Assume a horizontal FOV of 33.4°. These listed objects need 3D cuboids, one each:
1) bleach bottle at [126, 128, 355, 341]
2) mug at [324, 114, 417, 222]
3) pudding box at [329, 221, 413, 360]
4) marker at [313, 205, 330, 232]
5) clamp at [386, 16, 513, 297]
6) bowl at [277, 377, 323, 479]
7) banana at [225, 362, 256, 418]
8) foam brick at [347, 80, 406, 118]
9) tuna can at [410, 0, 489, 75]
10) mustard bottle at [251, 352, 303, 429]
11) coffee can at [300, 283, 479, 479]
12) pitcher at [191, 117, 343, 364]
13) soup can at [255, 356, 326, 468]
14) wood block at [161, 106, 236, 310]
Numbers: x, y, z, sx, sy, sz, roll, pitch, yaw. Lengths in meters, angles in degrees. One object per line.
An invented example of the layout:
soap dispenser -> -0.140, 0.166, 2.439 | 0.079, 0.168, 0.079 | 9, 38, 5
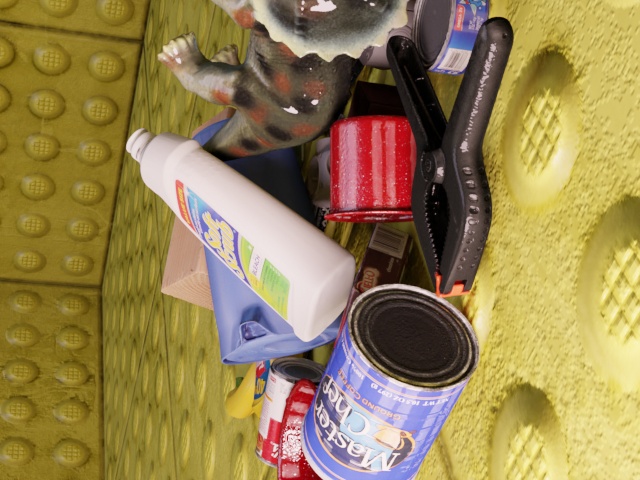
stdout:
bleach bottle -> -0.083, -0.019, 0.990 | 0.251, 0.068, 0.103 | 38, 149, 19
mug -> 0.044, -0.058, 0.902 | 0.117, 0.093, 0.081 | -8, 82, 64
pudding box -> 0.043, 0.051, 0.920 | 0.113, 0.039, 0.090 | -63, -8, -56
marker -> 0.002, -0.035, 1.185 | 0.020, 0.020, 0.121 | -114, 33, -59
clamp -> 0.092, -0.064, 0.807 | 0.165, 0.036, 0.210 | -149, 56, -65
bowl -> 0.005, 0.216, 1.035 | 0.162, 0.055, 0.162 | -175, 90, -74
banana -> -0.098, 0.198, 1.420 | 0.198, 0.037, 0.069 | 135, 136, -65
foam brick -> 0.054, -0.097, 0.971 | 0.051, 0.053, 0.078 | -112, 32, -57
tuna can -> 0.104, -0.177, 0.858 | 0.086, 0.033, 0.086 | -175, 90, -74
mustard bottle -> -0.048, 0.143, 1.231 | 0.096, 0.058, 0.191 | 150, 123, -72
coffee can -> 0.051, 0.118, 0.826 | 0.103, 0.102, 0.140 | -101, 23, -44
pitcher -> -0.057, 0.001, 1.107 | 0.149, 0.144, 0.243 | 139, 121, -62
soup can -> -0.028, 0.183, 1.136 | 0.068, 0.068, 0.102 | -130, 48, -68
wood block -> -0.106, -0.033, 1.214 | 0.091, 0.090, 0.206 | -24, 51, 50
